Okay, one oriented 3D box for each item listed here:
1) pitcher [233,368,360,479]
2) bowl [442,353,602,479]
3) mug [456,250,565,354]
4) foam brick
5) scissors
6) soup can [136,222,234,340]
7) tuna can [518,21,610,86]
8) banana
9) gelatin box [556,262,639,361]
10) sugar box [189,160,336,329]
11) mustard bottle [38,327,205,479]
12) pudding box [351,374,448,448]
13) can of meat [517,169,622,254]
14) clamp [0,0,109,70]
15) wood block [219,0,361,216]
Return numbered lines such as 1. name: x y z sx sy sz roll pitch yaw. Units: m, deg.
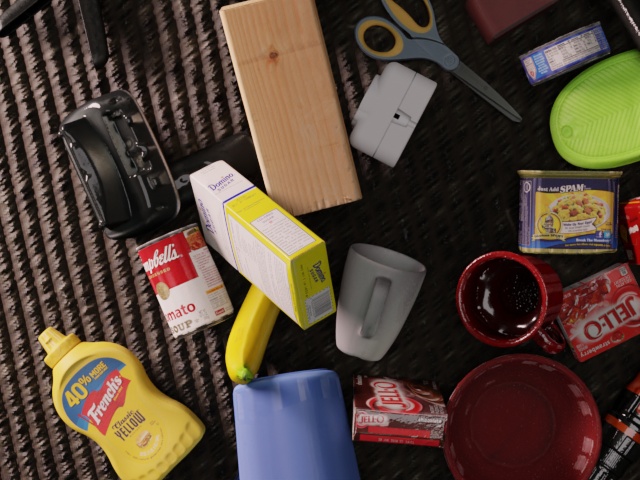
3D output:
1. pitcher: -0.026 0.256 1.058 0.149 0.145 0.243 -9 81 -1
2. bowl: 0.201 0.193 1.092 0.162 0.055 0.162 0 91 1
3. mug: 0.200 0.064 1.060 0.117 0.081 0.093 48 111 19
4. foam brick: 0.193 -0.242 1.085 0.078 0.053 0.051 -31 91 0
5. scissors: 0.113 -0.180 1.106 0.096 0.016 0.202 -35 91 3
6. soup can: -0.137 0.042 1.086 0.068 0.068 0.102 -23 90 1
7. tuna can: 0.245 -0.186 1.069 0.086 0.086 0.034 -23 92 1
8. banana: -0.055 0.073 1.068 0.037 0.070 0.197 38 47 -23
9. gelatin box: 0.290 0.073 1.101 0.089 0.030 0.073 -25 91 1
10. sugar box: -0.056 0.001 1.026 0.048 0.176 0.093 -28 135 -21
11. mustard bottle: -0.215 0.162 1.094 0.096 0.058 0.191 -45 90 0
12. pudding box: 0.076 0.169 1.063 0.090 0.113 0.039 5 98 0
13. can of meat: 0.252 -0.029 1.087 0.102 0.057 0.084 0 93 1
14. clamp: -0.264 -0.268 1.097 0.120 0.039 0.171 10 85 -4
15. wood block: -0.028 -0.136 1.048 0.091 0.090 0.206 -14 105 1
